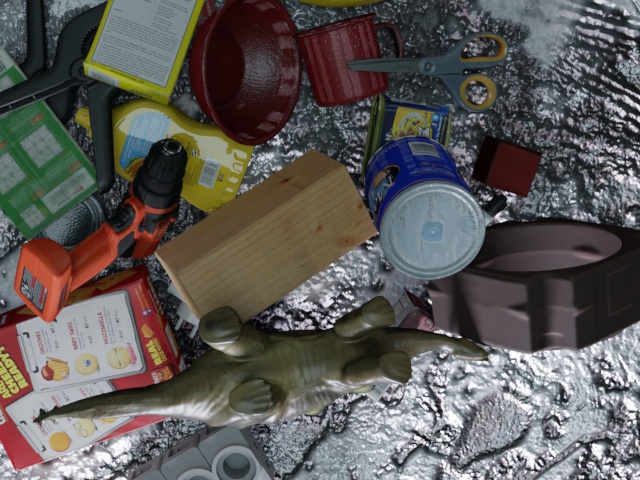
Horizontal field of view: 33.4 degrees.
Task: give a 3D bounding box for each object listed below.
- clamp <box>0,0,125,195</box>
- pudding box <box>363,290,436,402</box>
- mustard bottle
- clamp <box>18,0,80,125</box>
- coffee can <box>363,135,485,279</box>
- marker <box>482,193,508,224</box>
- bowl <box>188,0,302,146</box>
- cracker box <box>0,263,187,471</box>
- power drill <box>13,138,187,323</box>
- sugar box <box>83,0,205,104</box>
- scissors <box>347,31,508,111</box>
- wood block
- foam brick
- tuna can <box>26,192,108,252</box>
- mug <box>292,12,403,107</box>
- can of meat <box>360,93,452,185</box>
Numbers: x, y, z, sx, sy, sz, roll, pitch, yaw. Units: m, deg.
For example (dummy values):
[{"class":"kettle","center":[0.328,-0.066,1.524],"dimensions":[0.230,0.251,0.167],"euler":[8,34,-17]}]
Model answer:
[{"class":"clamp","center":[-0.255,-0.171,1.112],"dimensions":[0.164,0.036,0.210],"euler":[23,81,-1]},{"class":"pudding box","center":[0.080,0.116,1.187],"dimensions":[0.039,0.090,0.113],"euler":[39,96,-6]},{"class":"mustard bottle","center":[-0.173,-0.102,1.158],"dimensions":[0.191,0.058,0.096],"euler":[21,110,-5]},{"class":"clamp","center":[-0.300,-0.182,1.152],"dimensions":[0.120,0.039,0.171],"euler":[39,92,-5]},{"class":"coffee can","center":[0.102,-0.037,1.085],"dimensions":[0.102,0.140,0.103],"euler":[-2,115,-4]},{"class":"marker","center":[0.165,-0.008,1.206],"dimensions":[0.121,0.020,0.020],"euler":[-44,98,5]},{"class":"bowl","center":[-0.088,-0.182,1.124],"dimensions":[0.055,0.161,0.162],"euler":[9,101,35]},{"class":"cracker box","center":[-0.265,0.139,1.183],"dimensions":[0.213,0.072,0.164],"euler":[-19,106,1]},{"class":"power drill","center":[-0.217,-0.009,1.082],"dimensions":[0.057,0.185,0.187],"euler":[43,52,12]},{"class":"sugar box","center":[-0.169,-0.238,1.092],"dimensions":[0.093,0.048,0.176],"euler":[20,78,-9]},{"class":"scissors","center":[0.121,-0.169,1.142],"dimensions":[0.201,0.016,0.096],"euler":[-20,114,-24]},{"class":"wood block","center":[-0.058,0.001,1.128],"dimensions":[0.206,0.091,0.090],"euler":[-34,117,-12]},{"class":"foam brick","center":[0.202,-0.082,1.167],"dimensions":[0.053,0.078,0.051],"euler":[17,98,-3]},{"class":"tuna can","center":[-0.278,-0.022,1.180],"dimensions":[0.086,0.034,0.086],"euler":[0,99,-2]},{"class":"mug","center":[0.035,-0.195,1.142],"dimensions":[0.117,0.093,0.081],"euler":[-21,105,-19]},{"class":"can of meat","center":[0.094,-0.106,1.170],"dimensions":[0.084,0.057,0.102],"euler":[8,99,-6]}]
